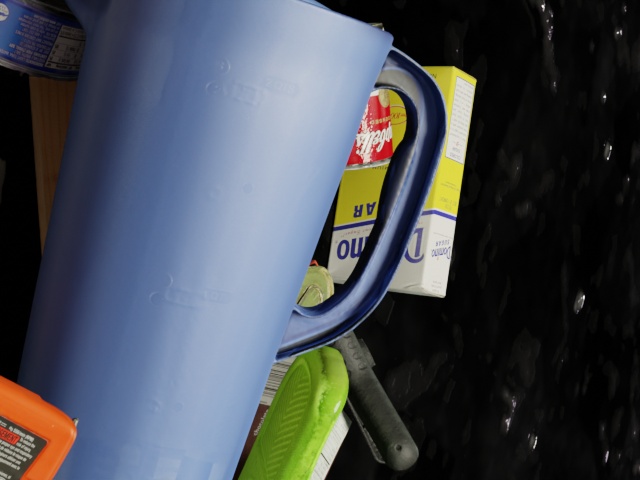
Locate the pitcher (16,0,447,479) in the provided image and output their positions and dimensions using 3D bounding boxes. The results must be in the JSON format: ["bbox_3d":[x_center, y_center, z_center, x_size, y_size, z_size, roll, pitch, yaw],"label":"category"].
[{"bbox_3d":[-0.053,0.001,0.491,0.144,0.149,0.243,0,109,-60],"label":"pitcher"}]

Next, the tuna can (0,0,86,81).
[{"bbox_3d":[-0.145,-0.111,0.506,0.086,0.086,0.034,3,122,-55],"label":"tuna can"}]

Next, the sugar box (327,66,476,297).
[{"bbox_3d":[0.063,-0.048,0.848,0.048,0.093,0.176,17,80,-53],"label":"sugar box"}]

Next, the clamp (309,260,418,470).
[{"bbox_3d":[0.024,0.096,0.785,0.039,0.120,0.171,-29,91,-12],"label":"clamp"}]
